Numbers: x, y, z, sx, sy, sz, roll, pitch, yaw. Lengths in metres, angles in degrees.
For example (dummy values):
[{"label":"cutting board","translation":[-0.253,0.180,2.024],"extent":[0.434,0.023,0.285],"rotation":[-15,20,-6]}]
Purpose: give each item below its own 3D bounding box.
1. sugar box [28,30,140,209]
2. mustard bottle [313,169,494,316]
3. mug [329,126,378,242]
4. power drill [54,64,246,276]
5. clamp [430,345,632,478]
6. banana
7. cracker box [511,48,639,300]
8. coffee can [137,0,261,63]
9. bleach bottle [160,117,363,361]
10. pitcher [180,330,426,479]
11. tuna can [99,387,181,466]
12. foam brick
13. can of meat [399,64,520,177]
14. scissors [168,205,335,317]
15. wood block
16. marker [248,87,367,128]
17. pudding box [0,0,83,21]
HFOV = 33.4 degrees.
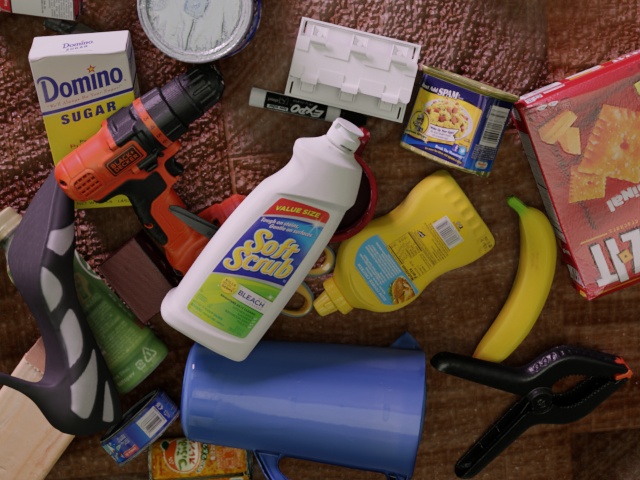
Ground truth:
[{"label":"sugar box","translation":[-0.219,-0.114,1.039],"extent":[0.093,0.048,0.176],"rotation":[-5,131,0]},{"label":"mustard bottle","translation":[0.075,0.018,1.091],"extent":[0.192,0.058,0.096],"rotation":[-35,110,6]},{"label":"mug","translation":[0.015,-0.061,1.065],"extent":[0.093,0.081,0.117],"rotation":[27,100,-5]},{"label":"power drill","translation":[-0.134,-0.063,1.037],"extent":[0.184,0.057,0.187],"rotation":[-34,129,6]},{"label":"clamp","translation":[0.218,0.154,1.112],"extent":[0.210,0.036,0.164],"rotation":[-22,120,2]},{"label":"banana","translation":[0.204,0.047,1.103],"extent":[0.069,0.037,0.198],"rotation":[7,108,-6]},{"label":"cracker box","translation":[0.303,-0.069,1.067],"extent":[0.164,0.072,0.213],"rotation":[-21,100,5]},{"label":"coffee can","translation":[-0.110,-0.220,1.007],"extent":[0.103,0.140,0.103],"rotation":[0,101,0]},{"label":"bleach bottle","translation":[-0.046,-0.009,1.004],"extent":[0.102,0.068,0.251],"rotation":[31,109,-9]},{"label":"pitcher","translation":[-0.016,0.173,1.084],"extent":[0.243,0.149,0.145],"rotation":[6,118,3]},{"label":"tuna can","translation":[-0.188,0.193,1.113],"extent":[0.086,0.086,0.034],"rotation":[-40,96,7]},{"label":"foam brick","translation":[-0.183,0.037,1.101],"extent":[0.051,0.053,0.078],"rotation":[-37,99,7]},{"label":"can of meat","translation":[0.134,-0.117,1.048],"extent":[0.102,0.057,0.084],"rotation":[28,107,39]},{"label":"scissors","translation":[-0.057,0.001,1.070],"extent":[0.096,0.016,0.201],"rotation":[-42,125,-3]},{"label":"wood block","translation":[-0.319,0.214,1.116],"extent":[0.090,0.091,0.206],"rotation":[36,99,-7]},{"label":"marker","translation":[-0.012,-0.134,1.084],"extent":[0.121,0.020,0.020],"rotation":[12,100,-2]},{"label":"pudding box","translation":[-0.289,-0.266,1.035],"extent":[0.113,0.039,0.090],"rotation":[6,127,-2]}]
